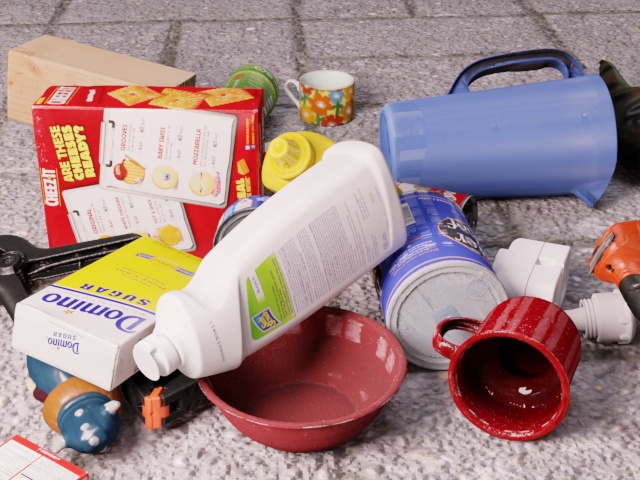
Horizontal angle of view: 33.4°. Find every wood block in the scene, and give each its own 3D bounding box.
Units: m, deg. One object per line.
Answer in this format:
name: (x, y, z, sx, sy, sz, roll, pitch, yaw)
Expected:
wood block: (-0.266, -0.175, 1.295, 0.206, 0.090, 0.090, 16, 28, 12)

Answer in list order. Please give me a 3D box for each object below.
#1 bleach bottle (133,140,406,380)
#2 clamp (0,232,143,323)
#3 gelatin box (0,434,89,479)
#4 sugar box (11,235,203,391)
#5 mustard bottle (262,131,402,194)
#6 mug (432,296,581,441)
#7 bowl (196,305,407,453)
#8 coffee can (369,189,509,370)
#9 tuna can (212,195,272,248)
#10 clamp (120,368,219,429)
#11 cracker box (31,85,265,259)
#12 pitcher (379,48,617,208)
bleach bottle: (-0.041, 0.020, 0.816, 0.250, 0.102, 0.068, -35, 25, -35)
clamp: (-0.284, 0.038, 0.986, 0.210, 0.036, 0.164, 5, 36, 19)
gelatin box: (-0.215, 0.180, 0.733, 0.073, 0.030, 0.089, 18, 34, 29)
sugar box: (-0.154, 0.052, 0.855, 0.093, 0.048, 0.176, 20, 22, 17)
mustard bottle: (0.001, -0.055, 0.965, 0.096, 0.058, 0.191, 6, -10, 25)
mug: (0.144, 0.091, 0.829, 0.117, 0.093, 0.081, 19, 28, 17)
bowl: (-0.014, 0.114, 0.825, 0.162, 0.055, 0.162, 0, 28, 0)
coffee can: (0.096, 0.031, 0.927, 0.102, 0.103, 0.140, -4, 28, -6)
tuna can: (-0.057, 0.001, 1.004, 0.086, 0.086, 0.033, 1, 27, 3)
clamp: (-0.108, 0.097, 0.877, 0.120, 0.039, 0.171, -6, 26, -1)
cracker box: (-0.161, -0.066, 1.047, 0.213, 0.164, 0.072, 2, 27, 3)
pitcher: (0.189, -0.116, 1.167, 0.243, 0.145, 0.149, -5, 28, -2)
